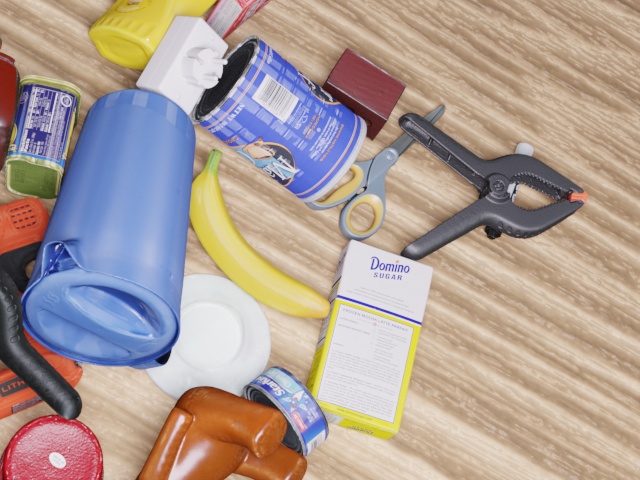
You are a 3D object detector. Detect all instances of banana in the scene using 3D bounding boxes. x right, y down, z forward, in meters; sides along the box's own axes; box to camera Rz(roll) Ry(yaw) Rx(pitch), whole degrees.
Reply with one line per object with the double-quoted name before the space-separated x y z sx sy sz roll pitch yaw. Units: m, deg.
"banana" -0.072 0.009 1.037 0.198 0.070 0.037 53 26 4

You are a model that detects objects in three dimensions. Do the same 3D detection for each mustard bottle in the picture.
"mustard bottle" -0.147 -0.259 1.097 0.191 0.096 0.058 -54 136 -25

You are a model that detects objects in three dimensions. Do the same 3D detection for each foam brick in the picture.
"foam brick" 0.041 -0.155 1.130 0.078 0.053 0.051 32 66 -3

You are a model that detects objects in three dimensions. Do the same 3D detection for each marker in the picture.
"marker" 0.204 -0.053 1.158 0.020 0.020 0.121 27 66 -5

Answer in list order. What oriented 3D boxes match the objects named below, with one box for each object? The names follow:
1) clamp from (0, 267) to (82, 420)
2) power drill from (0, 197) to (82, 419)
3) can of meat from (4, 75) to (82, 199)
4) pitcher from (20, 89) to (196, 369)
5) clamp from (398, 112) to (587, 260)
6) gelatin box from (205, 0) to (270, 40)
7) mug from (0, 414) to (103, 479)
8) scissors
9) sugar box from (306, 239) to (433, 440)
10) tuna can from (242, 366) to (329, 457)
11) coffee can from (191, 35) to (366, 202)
"clamp" -0.276 0.084 0.864 0.120 0.039 0.171 -24 95 15
"power drill" -0.307 0.066 0.952 0.184 0.057 0.188 -21 79 -18
"can of meat" -0.260 -0.093 0.998 0.057 0.102 0.084 11 71 -12
"pitcher" -0.174 -0.012 0.961 0.145 0.149 0.242 18 47 -16
"clamp" 0.176 -0.059 1.123 0.209 0.036 0.164 -2 70 -12
"gelatin box" -0.076 -0.253 1.111 0.030 0.089 0.073 48 66 -5
"mug" -0.231 0.206 0.910 0.093 0.082 0.117 15 68 -10
"scissors" 0.076 -0.068 1.130 0.201 0.016 0.096 -26 81 -22
"sugar box" 0.047 0.096 1.048 0.093 0.048 0.176 19 63 -8
"tuna can" -0.032 0.158 0.981 0.033 0.086 0.086 -35 83 -25
"coffee can" -0.040 -0.118 1.045 0.140 0.103 0.102 36 64 -23
